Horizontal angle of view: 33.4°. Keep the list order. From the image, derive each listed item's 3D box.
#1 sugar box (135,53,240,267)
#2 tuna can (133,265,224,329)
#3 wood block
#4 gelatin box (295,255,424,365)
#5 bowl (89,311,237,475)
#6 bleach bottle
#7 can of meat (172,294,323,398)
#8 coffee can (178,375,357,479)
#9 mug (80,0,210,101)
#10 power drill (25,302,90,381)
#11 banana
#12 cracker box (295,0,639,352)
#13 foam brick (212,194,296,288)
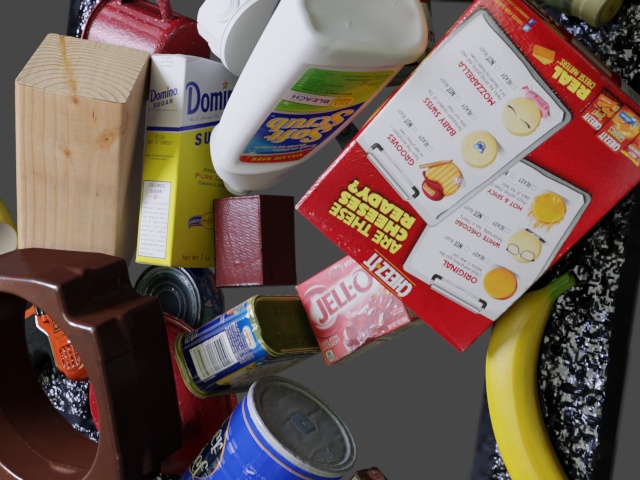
[{"bbox_3d":[-0.107,-0.066,0.917,0.048,0.093,0.176,8,94,32],"label":"sugar box"},{"bbox_3d":[-0.130,0.060,0.964,0.086,0.033,0.086,-1,89,33],"label":"tuna can"},{"bbox_3d":[-0.205,-0.059,0.918,0.090,0.090,0.206,11,127,0],"label":"wood block"},{"bbox_3d":[0.030,0.051,0.861,0.089,0.030,0.073,-31,72,28],"label":"gelatin box"},{"bbox_3d":[-0.151,0.144,0.936,0.162,0.055,0.162,12,113,31],"label":"bowl"},{"bbox_3d":[-0.018,-0.102,0.814,0.251,0.102,0.068,131,134,-57],"label":"bleach bottle"},{"bbox_3d":[-0.055,0.085,0.876,0.084,0.101,0.057,-29,73,27],"label":"can of meat"},{"bbox_3d":[-0.052,0.195,0.869,0.103,0.102,0.140,48,113,24],"label":"coffee can"},{"bbox_3d":[-0.152,-0.178,0.945,0.082,0.093,0.117,26,131,26],"label":"mug"},{"bbox_3d":[-0.299,0.069,1.059,0.188,0.057,0.184,-24,76,30],"label":"power drill"},{"bbox_3d":[0.155,0.123,0.775,0.070,0.037,0.198,-6,86,34],"label":"banana"},{"bbox_3d":[0.114,-0.053,0.756,0.164,0.072,0.214,41,113,-2],"label":"cracker box"},{"bbox_3d":[-0.056,0.001,0.906,0.051,0.052,0.078,-3,87,33],"label":"foam brick"}]
